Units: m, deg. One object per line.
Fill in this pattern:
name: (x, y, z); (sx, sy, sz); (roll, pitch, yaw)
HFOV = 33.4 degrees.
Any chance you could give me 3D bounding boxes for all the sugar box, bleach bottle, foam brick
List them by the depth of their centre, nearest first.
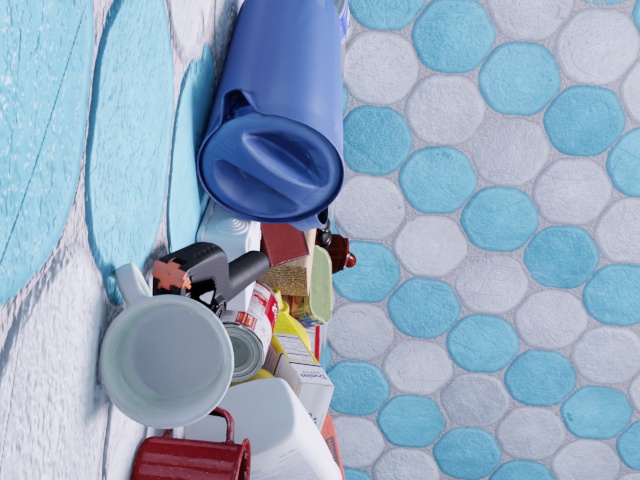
bleach bottle: (-0.041, 0.211, 0.991); (0.251, 0.102, 0.068); (68, 5, -57)
foam brick: (-0.057, 0.001, 1.122); (0.078, 0.051, 0.053); (-14, -88, 56)
sugar box: (-0.042, 0.150, 1.130); (0.176, 0.048, 0.093); (48, -55, 59)

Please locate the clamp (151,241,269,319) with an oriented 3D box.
clamp: (-0.102, 0.066, 0.880); (0.210, 0.036, 0.164); (51, 60, -75)

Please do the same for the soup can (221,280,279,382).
soup can: (-0.082, 0.090, 1.078); (0.102, 0.068, 0.068); (-76, 170, -66)

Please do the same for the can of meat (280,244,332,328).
can of meat: (-0.034, 0.061, 1.302); (0.057, 0.084, 0.102); (28, 55, -52)

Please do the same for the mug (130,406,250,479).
mug: (-0.100, 0.185, 0.832); (0.093, 0.081, 0.117); (81, 15, -74)

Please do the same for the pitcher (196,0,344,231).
pitcher: (-0.035, -0.136, 1.035); (0.149, 0.145, 0.242); (119, -17, -44)
